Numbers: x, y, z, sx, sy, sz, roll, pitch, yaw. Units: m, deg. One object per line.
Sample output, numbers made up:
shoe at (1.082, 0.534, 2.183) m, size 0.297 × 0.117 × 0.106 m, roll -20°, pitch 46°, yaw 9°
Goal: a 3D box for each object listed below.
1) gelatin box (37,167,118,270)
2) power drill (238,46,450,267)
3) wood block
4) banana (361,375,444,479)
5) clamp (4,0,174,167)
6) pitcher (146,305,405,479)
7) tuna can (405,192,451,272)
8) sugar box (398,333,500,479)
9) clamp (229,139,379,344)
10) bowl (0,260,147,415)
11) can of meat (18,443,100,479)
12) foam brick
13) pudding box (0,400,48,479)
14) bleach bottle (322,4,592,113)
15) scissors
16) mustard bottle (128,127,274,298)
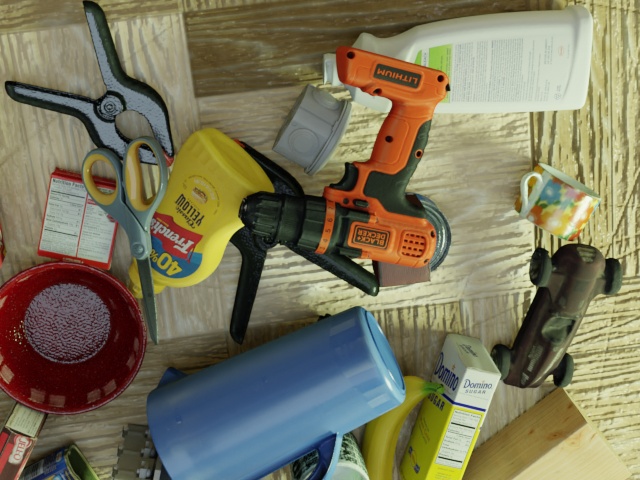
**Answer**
gelatin box at (-0.236, -0.022, 1.059) m, size 0.073 × 0.030 × 0.089 m, roll 12°, pitch 106°, yaw -8°
power drill at (0.031, -0.076, 0.967) m, size 0.184 × 0.057 × 0.188 m, roll 11°, pitch 100°, yaw -13°
wood block at (0.219, 0.268, 1.169) m, size 0.206 × 0.090 × 0.090 m, roll -40°, pitch 108°, yaw 8°
banana at (0.074, 0.217, 1.152) m, size 0.037 × 0.070 × 0.198 m, roll 2°, pitch 120°, yaw -30°
clamp at (-0.199, -0.141, 1.018) m, size 0.171 × 0.039 × 0.120 m, roll 34°, pitch 107°, yaw -20°
pitcher at (-0.038, 0.172, 1.070) m, size 0.243 × 0.145 × 0.149 m, roll -26°, pitch 109°, yaw 8°
tuna can at (0.089, -0.005, 1.093) m, size 0.086 × 0.034 × 0.086 m, roll -2°, pitch 109°, yaw -5°
sugar box at (0.134, 0.196, 1.135) m, size 0.048 × 0.093 × 0.176 m, roll 12°, pitch 106°, yaw -10°
clamp at (-0.057, 0.001, 1.080) m, size 0.165 × 0.036 × 0.210 m, roll -27°, pitch 106°, yaw 10°
bowl at (-0.257, 0.092, 1.077) m, size 0.162 × 0.055 × 0.162 m, roll -2°, pitch 104°, yaw -8°
can of meat at (-0.280, 0.279, 1.143) m, size 0.084 × 0.057 × 0.102 m, roll -28°, pitch 110°, yaw 2°
foam brick at (0.076, -0.001, 1.046) m, size 0.051 × 0.053 × 0.078 m, roll -8°, pitch 110°, yaw -3°
pudding box at (-0.310, 0.206, 1.085) m, size 0.039 × 0.113 × 0.090 m, roll 26°, pitch 104°, yaw -12°
bleach bottle at (0.128, -0.174, 1.026) m, size 0.250 × 0.068 × 0.102 m, roll -1°, pitch 109°, yaw -3°
scissors at (-0.189, -0.004, 1.026) m, size 0.096 × 0.016 × 0.202 m, roll 12°, pitch 105°, yaw 16°
mustard bottle at (-0.133, -0.012, 1.043) m, size 0.096 × 0.058 × 0.192 m, roll 44°, pitch 118°, yaw 7°
